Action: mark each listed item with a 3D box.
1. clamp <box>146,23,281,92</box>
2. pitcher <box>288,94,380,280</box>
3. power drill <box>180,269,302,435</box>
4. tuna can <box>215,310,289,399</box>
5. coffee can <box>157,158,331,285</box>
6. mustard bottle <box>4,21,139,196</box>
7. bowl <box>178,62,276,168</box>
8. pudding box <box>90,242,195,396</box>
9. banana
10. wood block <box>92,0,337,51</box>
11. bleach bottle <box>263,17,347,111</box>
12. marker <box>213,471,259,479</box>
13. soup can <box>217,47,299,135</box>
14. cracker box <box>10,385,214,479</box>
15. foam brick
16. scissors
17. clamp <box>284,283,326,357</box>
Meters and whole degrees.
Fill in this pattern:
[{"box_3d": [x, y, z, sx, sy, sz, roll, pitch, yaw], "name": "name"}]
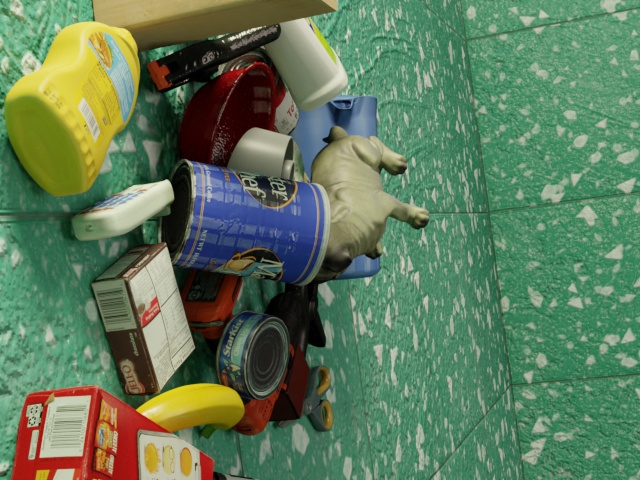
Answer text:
[{"box_3d": [-0.127, -0.180, 1.096, 0.171, 0.120, 0.039, -29, 88, -49], "name": "clamp"}, {"box_3d": [0.016, -0.070, 1.431, 0.149, 0.145, 0.243, -4, 90, -60], "name": "pitcher"}, {"box_3d": [-0.078, 0.086, 1.137, 0.187, 0.057, 0.184, 64, 31, -41], "name": "power drill"}, {"box_3d": [-0.065, 0.114, 1.054, 0.086, 0.034, 0.086, -22, 116, -57], "name": "tuna can"}, {"box_3d": [-0.074, -0.016, 1.028, 0.103, 0.140, 0.103, -171, -90, -66], "name": "coffee can"}, {"box_3d": [-0.194, -0.127, 0.887, 0.191, 0.058, 0.096, -74, 149, -51], "name": "mustard bottle"}, {"box_3d": [-0.103, -0.113, 1.117, 0.162, 0.055, 0.162, 18, 90, -74], "name": "bowl"}, {"box_3d": [-0.156, 0.070, 0.957, 0.090, 0.039, 0.113, -55, 136, -65], "name": "pudding box"}, {"box_3d": [-0.113, 0.160, 0.981, 0.037, 0.069, 0.197, 43, 2, 20], "name": "banana"}, {"box_3d": [-0.100, -0.243, 0.985, 0.090, 0.206, 0.090, 5, 78, -71], "name": "wood block"}, {"box_3d": [-0.060, -0.263, 1.157, 0.250, 0.068, 0.102, 54, 10, -36], "name": "bleach bottle"}, {"box_3d": [-0.091, 0.253, 1.112, 0.121, 0.020, 0.020, 40, 45, -65], "name": "marker"}, {"box_3d": [-0.073, -0.172, 1.269, 0.102, 0.069, 0.068, 60, 28, -51], "name": "soup can"}, {"box_3d": [-0.159, 0.224, 0.827, 0.213, 0.072, 0.164, 54, 34, -58], "name": "cracker box"}, {"box_3d": [-0.048, 0.162, 1.228, 0.078, 0.053, 0.051, -79, 155, -46], "name": "foam brick"}, {"box_3d": [-0.015, 0.228, 1.366, 0.201, 0.016, 0.096, -54, 133, -65], "name": "scissors"}, {"box_3d": [-0.020, 0.083, 1.331, 0.164, 0.036, 0.210, -55, 147, -69], "name": "clamp"}]
